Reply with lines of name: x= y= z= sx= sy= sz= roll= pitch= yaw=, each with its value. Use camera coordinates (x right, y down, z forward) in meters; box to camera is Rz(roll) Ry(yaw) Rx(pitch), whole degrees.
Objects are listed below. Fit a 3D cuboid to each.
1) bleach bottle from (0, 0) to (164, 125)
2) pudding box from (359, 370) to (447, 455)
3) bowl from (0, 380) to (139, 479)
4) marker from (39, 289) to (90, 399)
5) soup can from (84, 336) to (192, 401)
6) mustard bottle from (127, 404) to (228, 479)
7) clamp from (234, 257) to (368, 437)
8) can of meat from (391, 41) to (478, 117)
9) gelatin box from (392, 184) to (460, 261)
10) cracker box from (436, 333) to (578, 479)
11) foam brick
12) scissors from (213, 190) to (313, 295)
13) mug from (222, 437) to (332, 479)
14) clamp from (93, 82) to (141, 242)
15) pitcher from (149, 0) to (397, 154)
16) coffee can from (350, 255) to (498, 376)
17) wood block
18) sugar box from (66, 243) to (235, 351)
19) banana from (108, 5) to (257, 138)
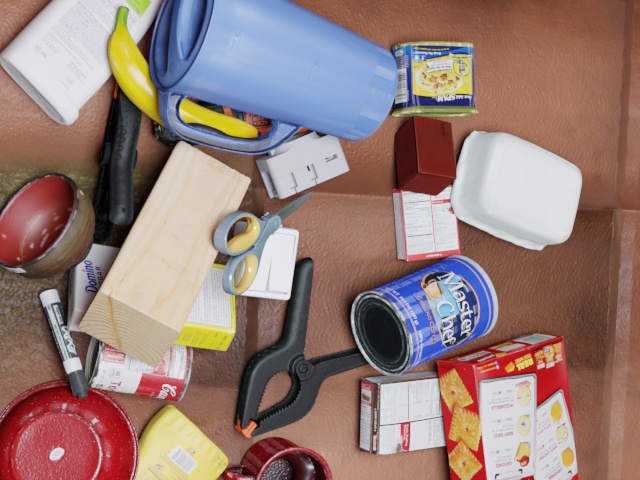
bleach bottle: x=-0.217 y=-0.243 z=1.128 sx=0.250 sy=0.068 sz=0.102 roll=-48 pitch=117 yaw=-15
pudding box: x=0.102 y=0.207 z=1.281 sx=0.113 sy=0.039 sz=0.090 roll=-1 pitch=93 yaw=-35
bowl: x=-0.271 y=0.225 z=1.112 sx=0.162 sy=0.055 sz=0.162 roll=1 pitch=79 yaw=-6
marker: x=-0.269 y=0.110 z=1.127 sx=0.020 sy=0.020 sz=0.121 roll=-18 pitch=74 yaw=-19
soup can: x=-0.197 y=0.133 z=1.156 sx=0.102 sy=0.069 sz=0.068 roll=13 pitch=89 yaw=-21
mustard bottle: x=-0.198 y=0.280 z=1.170 sx=0.191 sy=0.058 sz=0.096 roll=-46 pitch=106 yaw=-13
clamp: x=-0.016 y=0.148 z=1.243 sx=0.164 sy=0.036 sz=0.210 roll=39 pitch=78 yaw=-20
can of meat: x=0.135 y=-0.191 z=1.268 sx=0.102 sy=0.058 sz=0.084 roll=-3 pitch=92 yaw=-21
gelatin box: x=0.127 y=-0.022 z=1.290 sx=0.073 sy=0.030 sz=0.089 roll=-7 pitch=93 yaw=-20
cracker box: x=0.231 y=0.234 z=1.307 sx=0.163 sy=0.072 sz=0.214 roll=-12 pitch=98 yaw=-37
foam brick: x=0.123 y=-0.099 z=1.256 sx=0.053 sy=0.051 sz=0.078 roll=8 pitch=64 yaw=-21
scissors: x=-0.057 y=0.001 z=1.142 sx=0.201 sy=0.016 sz=0.096 roll=-15 pitch=112 yaw=-63
mug: x=-0.054 y=0.271 z=1.211 sx=0.117 sy=0.082 sz=0.093 roll=6 pitch=91 yaw=-21
clamp: x=-0.209 y=-0.082 z=1.114 sx=0.039 sy=0.120 sz=0.171 roll=8 pitch=87 yaw=-28
pitcher: x=-0.047 y=-0.174 z=1.097 sx=0.242 sy=0.149 sz=0.145 roll=16 pitch=51 yaw=-32
coffee can: x=0.121 y=0.086 z=1.238 sx=0.140 sy=0.103 sz=0.103 roll=-20 pitch=101 yaw=-34
wood block: x=-0.158 y=0.011 z=1.097 sx=0.090 sy=0.091 sz=0.206 roll=29 pitch=53 yaw=-10
sugar box: x=-0.181 y=0.061 z=1.148 sx=0.176 sy=0.048 sz=0.093 roll=9 pitch=49 yaw=-19
banana: x=-0.153 y=-0.152 z=1.111 sx=0.197 sy=0.037 sz=0.069 roll=43 pitch=89 yaw=-20
